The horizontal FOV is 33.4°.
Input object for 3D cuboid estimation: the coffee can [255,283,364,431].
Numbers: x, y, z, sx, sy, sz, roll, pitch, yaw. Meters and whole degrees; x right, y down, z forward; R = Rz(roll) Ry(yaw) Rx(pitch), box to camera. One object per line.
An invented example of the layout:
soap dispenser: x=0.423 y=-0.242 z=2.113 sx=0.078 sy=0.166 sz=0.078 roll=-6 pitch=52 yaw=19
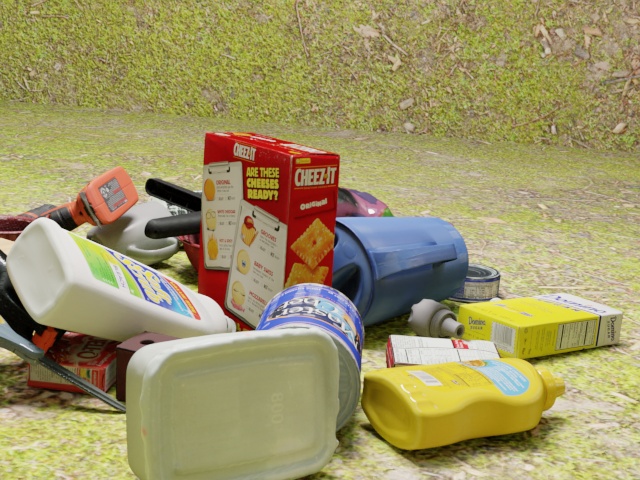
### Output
coffee can: x=-0.014 y=0.104 z=0.942 sx=0.103 sy=0.103 sz=0.140 roll=5 pitch=12 yaw=3

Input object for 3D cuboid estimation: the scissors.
scissors: x=-0.263 y=0.093 z=0.910 sx=0.202 sy=0.016 sz=0.096 roll=32 pitch=6 yaw=17

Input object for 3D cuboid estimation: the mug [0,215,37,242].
mug: x=-0.380 y=0.017 z=1.255 sx=0.117 sy=0.081 sz=0.093 roll=16 pitch=17 yaw=41

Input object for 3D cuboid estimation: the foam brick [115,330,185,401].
foam brick: x=-0.137 y=0.118 z=0.954 sx=0.078 sy=0.051 sz=0.053 roll=9 pitch=14 yaw=20

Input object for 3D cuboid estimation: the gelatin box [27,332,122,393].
gelatin box: x=-0.223 y=0.113 z=0.998 sx=0.073 sy=0.030 sz=0.089 roll=6 pitch=13 yaw=6

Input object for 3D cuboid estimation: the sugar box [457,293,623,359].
sugar box: x=0.249 y=0.094 z=1.206 sx=0.175 sy=0.048 sz=0.093 roll=-7 pitch=17 yaw=-37

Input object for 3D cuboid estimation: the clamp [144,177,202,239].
clamp: x=-0.132 y=-0.036 z=1.383 sx=0.209 sy=0.036 sz=0.165 roll=4 pitch=24 yaw=-18

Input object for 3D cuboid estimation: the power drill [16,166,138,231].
power drill: x=-0.328 y=-0.030 z=1.366 sx=0.188 sy=0.057 sz=0.184 roll=-24 pitch=14 yaw=21

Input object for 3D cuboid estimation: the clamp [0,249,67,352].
clamp: x=-0.272 y=0.046 z=1.025 sx=0.120 sy=0.039 sz=0.172 roll=6 pitch=35 yaw=-41

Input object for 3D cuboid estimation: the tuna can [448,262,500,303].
tuna can: x=0.191 y=0.054 z=1.392 sx=0.086 sy=0.034 sz=0.086 roll=4 pitch=13 yaw=-1

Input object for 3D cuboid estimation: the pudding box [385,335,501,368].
pudding box: x=0.121 y=0.126 z=1.042 sx=0.113 sy=0.039 sz=0.090 roll=3 pitch=13 yaw=1

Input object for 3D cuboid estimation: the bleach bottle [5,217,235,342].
bleach bottle: x=-0.177 y=0.058 z=1.034 sx=0.250 sy=0.068 sz=0.103 roll=24 pitch=23 yaw=-51

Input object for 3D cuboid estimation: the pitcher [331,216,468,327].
pitcher: x=0.080 y=0.030 z=1.245 sx=0.149 sy=0.145 sz=0.242 roll=37 pitch=25 yaw=29

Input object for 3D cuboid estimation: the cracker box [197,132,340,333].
cracker box: x=-0.057 y=0.001 z=1.129 sx=0.071 sy=0.214 sz=0.164 roll=-6 pitch=16 yaw=-38

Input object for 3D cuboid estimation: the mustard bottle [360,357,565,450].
mustard bottle: x=0.138 y=0.138 z=0.942 sx=0.191 sy=0.058 sz=0.096 roll=-3 pitch=16 yaw=-29
